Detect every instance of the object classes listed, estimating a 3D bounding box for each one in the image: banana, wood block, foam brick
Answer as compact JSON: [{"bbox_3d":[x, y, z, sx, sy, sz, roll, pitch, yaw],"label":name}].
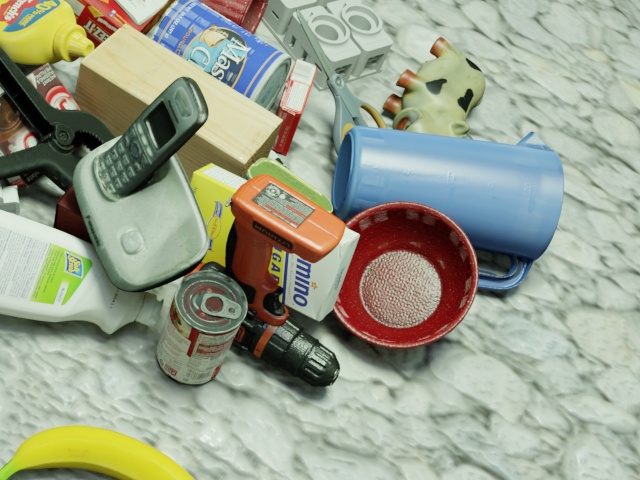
[{"bbox_3d":[-0.181,0.204,0.940,0.197,0.037,0.069,15,68,-8],"label":"banana"},{"bbox_3d":[-0.158,-0.134,1.170,0.206,0.091,0.090,32,49,5],"label":"wood block"},{"bbox_3d":[-0.231,-0.018,1.061,0.051,0.078,0.053,27,49,3],"label":"foam brick"}]

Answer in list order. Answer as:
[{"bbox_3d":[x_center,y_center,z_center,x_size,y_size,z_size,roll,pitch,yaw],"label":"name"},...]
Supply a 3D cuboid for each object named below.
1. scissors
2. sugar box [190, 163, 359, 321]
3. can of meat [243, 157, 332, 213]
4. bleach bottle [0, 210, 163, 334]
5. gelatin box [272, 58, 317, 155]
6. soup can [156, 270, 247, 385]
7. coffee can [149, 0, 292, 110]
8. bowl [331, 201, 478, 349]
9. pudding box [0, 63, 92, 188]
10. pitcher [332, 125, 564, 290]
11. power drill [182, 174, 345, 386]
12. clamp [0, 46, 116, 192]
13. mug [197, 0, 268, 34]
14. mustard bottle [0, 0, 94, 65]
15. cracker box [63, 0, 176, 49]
[{"bbox_3d":[0.014,-0.165,1.242,0.201,0.016,0.096,47,54,-28],"label":"scissors"},{"bbox_3d":[-0.057,0.001,1.079,0.176,0.093,0.048,26,26,16],"label":"sugar box"},{"bbox_3d":[-0.046,-0.026,1.128,0.102,0.084,0.057,35,37,7],"label":"can of meat"},{"bbox_3d":[-0.274,0.035,1.007,0.250,0.068,0.102,21,86,-13],"label":"bleach bottle"},{"bbox_3d":[-0.035,-0.156,1.247,0.030,0.073,0.089,20,50,-5],"label":"gelatin box"},{"bbox_3d":[-0.114,0.085,1.011,0.068,0.102,0.068,10,51,-13],"label":"soup can"},{"bbox_3d":[-0.119,-0.204,1.231,0.140,0.103,0.102,32,49,5],"label":"coffee can"},{"bbox_3d":[0.085,0.043,1.128,0.162,0.055,0.162,-2,69,5],"label":"bowl"},{"bbox_3d":[-0.302,-0.118,1.112,0.113,0.039,0.090,-48,113,-38],"label":"pudding box"},{"bbox_3d":[0.140,-0.047,1.206,0.242,0.145,0.149,9,39,-10],"label":"pitcher"},{"bbox_3d":[-0.041,0.042,1.016,0.184,0.188,0.057,32,43,8],"label":"power drill"},{"bbox_3d":[-0.274,-0.110,1.082,0.209,0.036,0.164,15,63,-44],"label":"clamp"},{"bbox_3d":[-0.121,-0.285,1.313,0.081,0.093,0.117,25,85,5],"label":"mug"},{"bbox_3d":[-0.327,-0.237,1.171,0.192,0.058,0.096,24,48,22],"label":"mustard bottle"},{"bbox_3d":[-0.249,-0.331,1.283,0.164,0.072,0.213,38,48,-10],"label":"cracker box"}]
